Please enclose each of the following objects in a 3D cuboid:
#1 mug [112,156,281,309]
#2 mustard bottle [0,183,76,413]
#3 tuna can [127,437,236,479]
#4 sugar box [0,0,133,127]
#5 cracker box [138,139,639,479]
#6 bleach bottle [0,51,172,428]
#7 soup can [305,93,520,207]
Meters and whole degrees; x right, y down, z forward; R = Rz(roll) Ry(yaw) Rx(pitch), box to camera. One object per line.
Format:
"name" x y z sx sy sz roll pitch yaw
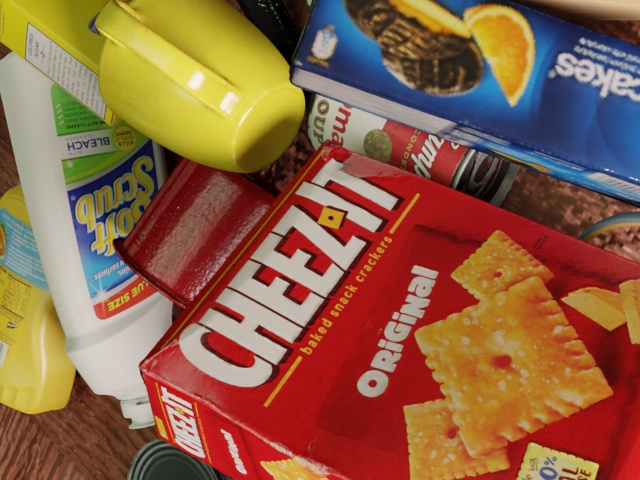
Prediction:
"mug" -0.054 0.001 0.643 0.117 0.093 0.081 34 95 -12
"mustard bottle" -0.199 0.019 0.759 0.096 0.058 0.192 27 108 36
"tuna can" -0.086 0.169 0.705 0.086 0.033 0.086 2 94 34
"sugar box" -0.161 -0.154 0.653 0.176 0.093 0.048 38 142 8
"cracker box" 0.052 0.058 0.484 0.214 0.164 0.072 24 146 21
"bleach bottle" -0.135 -0.004 0.701 0.068 0.102 0.251 -11 93 56
"soup can" 0.051 -0.056 0.579 0.102 0.068 0.068 32 110 29
